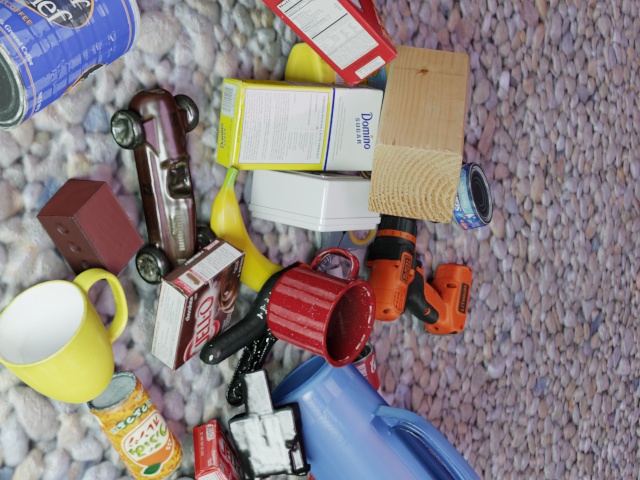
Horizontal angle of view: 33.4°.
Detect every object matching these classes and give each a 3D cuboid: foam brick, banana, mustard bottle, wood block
[{"bbox_3d":[-0.208,-0.010,0.970,0.051,0.053,0.078,-53,131,-35],"label":"foam brick"},{"bbox_3d":[-0.072,0.011,1.141,0.069,0.037,0.197,-41,137,-13],"label":"banana"},{"bbox_3d":[0.038,-0.182,1.262,0.191,0.058,0.096,-9,101,-51],"label":"mustard bottle"},{"bbox_3d":[0.110,-0.121,1.167,0.206,0.091,0.090,-76,173,-50],"label":"wood block"}]

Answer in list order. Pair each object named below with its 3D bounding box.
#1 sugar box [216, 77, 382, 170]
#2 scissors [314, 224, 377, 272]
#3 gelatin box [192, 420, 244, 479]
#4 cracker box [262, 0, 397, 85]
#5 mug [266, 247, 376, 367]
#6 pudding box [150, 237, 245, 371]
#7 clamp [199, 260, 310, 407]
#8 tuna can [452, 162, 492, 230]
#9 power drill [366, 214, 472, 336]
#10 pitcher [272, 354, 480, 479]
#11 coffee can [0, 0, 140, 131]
[{"bbox_3d":[-0.021,-0.123,1.147,0.175,0.048,0.093,-2,107,-33],"label":"sugar box"},{"bbox_3d":[0.019,0.025,1.264,0.096,0.016,0.201,25,67,-32],"label":"scissors"},{"bbox_3d":[-0.102,0.243,1.112,0.073,0.030,0.089,-102,170,-58],"label":"gelatin box"},{"bbox_3d":[-0.021,-0.281,1.111,0.213,0.072,0.164,36,27,-46],"label":"cracker box"},{"bbox_3d":[0.002,0.063,1.103,0.093,0.082,0.117,18,89,-57],"label":"mug"},{"bbox_3d":[-0.122,0.063,1.058,0.089,0.039,0.114,-41,153,-43],"label":"pudding box"},{"bbox_3d":[-0.061,0.098,1.144,0.171,0.039,0.120,-45,155,-27],"label":"clamp"},{"bbox_3d":[0.193,-0.057,1.383,0.086,0.034,0.086,35,48,-53],"label":"tuna can"},{"bbox_3d":[0.130,0.036,1.399,0.187,0.057,0.184,31,66,-46],"label":"power drill"},{"bbox_3d":[0.058,0.240,1.194,0.149,0.145,0.243,-39,97,-6],"label":"pitcher"},{"bbox_3d":[-0.233,-0.169,0.886,0.140,0.103,0.103,-46,126,-39],"label":"coffee can"}]
